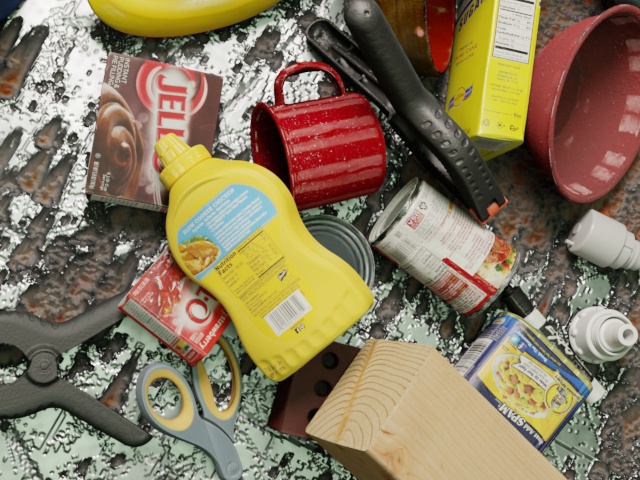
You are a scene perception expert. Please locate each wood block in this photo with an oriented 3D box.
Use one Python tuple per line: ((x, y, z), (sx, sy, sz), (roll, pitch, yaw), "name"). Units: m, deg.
((0.101, 0.174, 0.795), (0.206, 0.090, 0.090), (44, 70, -21), "wood block")

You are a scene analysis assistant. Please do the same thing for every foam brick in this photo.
((-0.003, 0.114, 0.824), (0.053, 0.051, 0.078), (15, 82, -12), "foam brick")

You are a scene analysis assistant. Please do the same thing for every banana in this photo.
((-0.095, -0.191, 0.826), (0.197, 0.070, 0.037), (-10, 55, -20), "banana")

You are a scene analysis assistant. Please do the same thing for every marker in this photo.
((0.192, 0.085, 0.888), (0.020, 0.020, 0.121), (-41, 94, -13), "marker")

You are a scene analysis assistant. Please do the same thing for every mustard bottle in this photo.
((-0.055, 0.001, 0.772), (0.096, 0.058, 0.191), (-40, 87, 16), "mustard bottle")

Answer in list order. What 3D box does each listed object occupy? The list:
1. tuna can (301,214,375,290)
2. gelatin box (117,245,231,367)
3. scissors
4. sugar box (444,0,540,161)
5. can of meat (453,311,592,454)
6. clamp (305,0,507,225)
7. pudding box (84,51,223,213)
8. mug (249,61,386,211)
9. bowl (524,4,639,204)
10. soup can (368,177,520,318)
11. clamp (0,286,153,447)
((-0.002, 0.024, 0.842), (0.086, 0.034, 0.086), (1, 85, -13), "tuna can")
((-0.097, 0.038, 0.804), (0.073, 0.030, 0.089), (39, 51, -6), "gelatin box")
((-0.087, 0.169, 0.808), (0.096, 0.016, 0.202), (-5, 86, -34), "scissors")
((0.138, -0.158, 0.859), (0.048, 0.093, 0.176), (7, 83, -13), "sugar box")
((0.156, 0.119, 0.858), (0.102, 0.057, 0.084), (44, 75, -7), "can of meat")
((0.066, -0.100, 0.820), (0.036, 0.165, 0.210), (-42, 108, -4), "clamp")
((-0.128, -0.080, 0.819), (0.090, 0.039, 0.113), (10, 84, -13), "pudding box")
((-0.003, -0.079, 0.820), (0.081, 0.093, 0.117), (-13, 102, -18), "mug")
((0.210, -0.114, 0.868), (0.161, 0.055, 0.162), (-23, 123, -41), "bowl")
((0.097, 0.006, 0.849), (0.102, 0.069, 0.068), (36, 78, -7), "soup can")
((-0.199, 0.102, 0.789), (0.171, 0.039, 0.120), (-7, 82, -16), "clamp")
